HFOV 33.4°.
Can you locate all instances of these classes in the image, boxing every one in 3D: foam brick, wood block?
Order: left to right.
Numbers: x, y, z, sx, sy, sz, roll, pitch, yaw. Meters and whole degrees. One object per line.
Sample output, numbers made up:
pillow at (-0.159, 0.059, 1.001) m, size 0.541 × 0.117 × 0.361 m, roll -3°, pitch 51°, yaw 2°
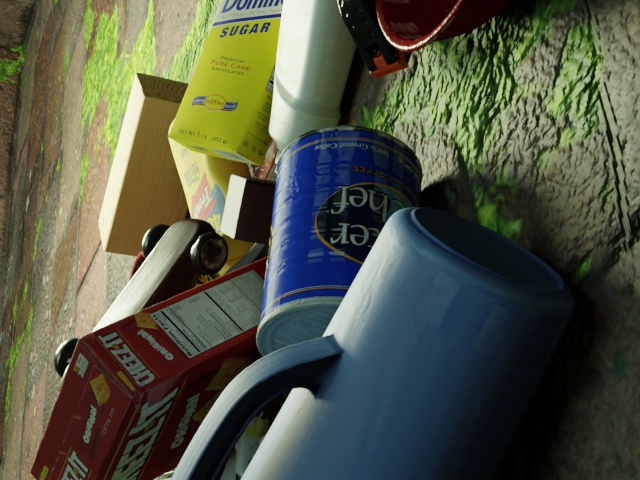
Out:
wood block at (-0.204, -0.089, 1.316) m, size 0.090 × 0.090 × 0.206 m, roll -119°, pitch 43°, yaw -58°
foam brick at (-0.039, -0.023, 0.908) m, size 0.053 × 0.078 × 0.051 m, roll -156°, pitch 76°, yaw -70°

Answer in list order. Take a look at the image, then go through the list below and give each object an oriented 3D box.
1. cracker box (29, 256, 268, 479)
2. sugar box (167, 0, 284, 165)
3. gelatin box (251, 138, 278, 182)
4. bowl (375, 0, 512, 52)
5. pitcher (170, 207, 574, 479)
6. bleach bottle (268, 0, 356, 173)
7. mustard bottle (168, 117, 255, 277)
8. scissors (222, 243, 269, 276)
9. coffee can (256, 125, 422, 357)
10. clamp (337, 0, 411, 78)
cracker box at (-0.114, 0.119, 0.869) m, size 0.072 × 0.213 × 0.164 m, roll 42°, pitch 128°, yaw 20°
sugar box at (-0.066, -0.161, 0.975) m, size 0.093 × 0.048 × 0.176 m, roll 15°, pitch 84°, yaw 37°
gelatin box at (-0.042, -0.096, 1.004) m, size 0.089 × 0.030 × 0.073 m, roll -105°, pitch 32°, yaw -44°
bowl at (0.094, -0.195, 0.680) m, size 0.162 × 0.055 × 0.162 m, roll -171°, pitch 90°, yaw -68°
pitcher at (0.028, 0.106, 0.584) m, size 0.145 × 0.149 × 0.243 m, roll 31°, pitch 107°, yaw 19°
bleach bottle at (-0.003, -0.178, 0.904) m, size 0.103 × 0.068 × 0.251 m, roll -138°, pitch 57°, yaw -64°
mustard bottle at (-0.096, -0.036, 1.039) m, size 0.096 × 0.058 × 0.191 m, roll -39°, pitch 63°, yaw 53°
scissors at (-0.056, 0.001, 0.951) m, size 0.016 × 0.096 × 0.202 m, roll 28°, pitch 115°, yaw 23°
coffee can at (0.016, 0.010, 0.702) m, size 0.103 × 0.102 × 0.140 m, roll 129°, pitch 153°, yaw -50°
clamp at (0.033, -0.206, 0.768) m, size 0.039 × 0.120 × 0.171 m, roll -21°, pitch 65°, yaw 47°
